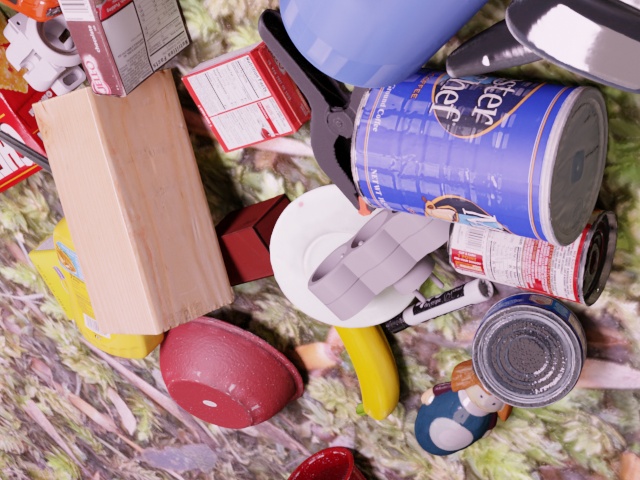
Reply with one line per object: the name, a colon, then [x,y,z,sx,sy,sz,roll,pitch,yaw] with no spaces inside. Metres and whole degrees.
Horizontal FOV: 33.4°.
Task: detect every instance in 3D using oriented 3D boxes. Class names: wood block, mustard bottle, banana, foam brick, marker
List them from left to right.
mustard bottle: [-0.204,0.023,1.001,0.096,0.058,0.192,24,139,27]
wood block: [-0.158,-0.031,0.908,0.091,0.090,0.206,-5,103,47]
foam brick: [-0.056,0.001,0.936,0.078,0.052,0.051,-15,115,46]
banana: [0.034,0.099,0.966,0.070,0.037,0.198,7,130,34]
marker: [0.095,0.056,0.890,0.020,0.020,0.121,50,140,-11]

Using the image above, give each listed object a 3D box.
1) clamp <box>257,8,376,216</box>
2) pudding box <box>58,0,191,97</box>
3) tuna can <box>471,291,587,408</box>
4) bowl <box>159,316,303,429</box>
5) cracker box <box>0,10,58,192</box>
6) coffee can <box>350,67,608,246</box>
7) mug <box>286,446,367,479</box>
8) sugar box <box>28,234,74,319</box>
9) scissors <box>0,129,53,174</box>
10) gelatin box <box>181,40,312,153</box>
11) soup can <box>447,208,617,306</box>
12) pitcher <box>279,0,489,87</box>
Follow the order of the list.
clamp: [0.029,-0.099,0.788,0.120,0.039,0.171,1,124,44]
pudding box: [-0.152,-0.180,0.819,0.039,0.089,0.113,10,131,30]
tuna can: [0.160,0.085,0.823,0.086,0.033,0.086,4,104,18]
bowl: [-0.101,0.142,1.070,0.162,0.055,0.162,17,147,11]
cracker box: [-0.342,-0.150,1.015,0.164,0.072,0.213,-19,113,46]
coffee can: [0.106,-0.059,0.709,0.140,0.102,0.103,13,133,31]
mug: [0.013,0.272,1.112,0.081,0.093,0.117,53,171,-21]
sugar box: [-0.217,0.035,1.104,0.177,0.048,0.093,-4,123,43]
scissors: [-0.210,-0.053,0.973,0.096,0.016,0.201,6,160,17]
gelatin box: [-0.058,-0.115,0.850,0.089,0.030,0.073,-11,117,44]
soup can: [0.150,0.002,0.758,0.102,0.068,0.068,14,134,30]
pitcher: [0.056,-0.186,0.594,0.149,0.145,0.243,22,150,-13]
